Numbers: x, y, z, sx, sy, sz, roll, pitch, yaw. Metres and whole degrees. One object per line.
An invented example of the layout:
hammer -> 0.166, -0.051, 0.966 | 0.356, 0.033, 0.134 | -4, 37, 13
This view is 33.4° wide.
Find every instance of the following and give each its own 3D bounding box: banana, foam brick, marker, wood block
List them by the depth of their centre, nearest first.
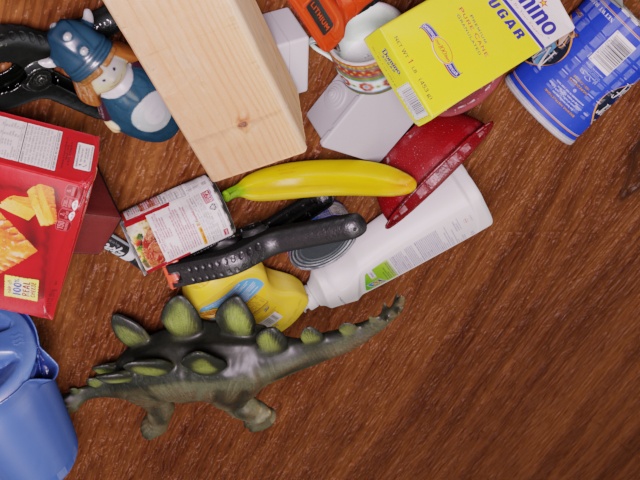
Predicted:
wood block -> -0.091, -0.156, 0.865 | 0.091, 0.090, 0.206 | -17, 137, 9
foam brick -> -0.226, -0.032, 0.980 | 0.051, 0.078, 0.053 | 4, 133, -42
marker -> -0.212, 0.003, 1.087 | 0.020, 0.020, 0.121 | -37, 145, 10
banana -> 0.001, -0.058, 1.098 | 0.198, 0.069, 0.037 | -5, 121, 9

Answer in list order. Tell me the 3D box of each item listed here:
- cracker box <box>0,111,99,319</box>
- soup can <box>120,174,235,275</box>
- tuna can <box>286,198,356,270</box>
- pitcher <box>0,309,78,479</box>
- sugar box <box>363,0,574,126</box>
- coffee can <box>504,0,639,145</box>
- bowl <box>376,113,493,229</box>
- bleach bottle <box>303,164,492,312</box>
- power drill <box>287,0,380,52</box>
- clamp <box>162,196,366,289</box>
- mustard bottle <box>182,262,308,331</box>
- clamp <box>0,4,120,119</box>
cracker box -> -0.303, -0.030, 0.867 | 0.213, 0.072, 0.164 | 13, 130, -16
soup can -> -0.145, -0.017, 1.070 | 0.102, 0.068, 0.068 | -25, 146, -8
tuna can -> -0.003, -0.007, 1.218 | 0.086, 0.034, 0.086 | -20, 145, -15
pitcher -> -0.344, 0.174, 1.124 | 0.144, 0.149, 0.243 | -34, 150, -20
sugar box -> 0.136, -0.186, 0.957 | 0.176, 0.093, 0.048 | -34, -174, -17
coffee can -> 0.282, -0.187, 1.138 | 0.140, 0.103, 0.102 | -45, 143, 21
bowl -> 0.110, -0.087, 1.147 | 0.162, 0.055, 0.162 | -44, 173, -7
bleach bottle -> 0.078, 0.007, 1.272 | 0.251, 0.068, 0.102 | -31, 149, 5
power drill -> 0.048, -0.259, 0.910 | 0.188, 0.057, 0.184 | -33, 145, 5
clamp -> -0.057, 0.001, 1.091 | 0.209, 0.165, 0.036 | -23, 106, -12
mustard bottle -> -0.100, 0.054, 1.202 | 0.096, 0.058, 0.191 | -33, 147, 17
clamp -> -0.231, -0.136, 0.879 | 0.171, 0.039, 0.120 | -15, 138, -26
